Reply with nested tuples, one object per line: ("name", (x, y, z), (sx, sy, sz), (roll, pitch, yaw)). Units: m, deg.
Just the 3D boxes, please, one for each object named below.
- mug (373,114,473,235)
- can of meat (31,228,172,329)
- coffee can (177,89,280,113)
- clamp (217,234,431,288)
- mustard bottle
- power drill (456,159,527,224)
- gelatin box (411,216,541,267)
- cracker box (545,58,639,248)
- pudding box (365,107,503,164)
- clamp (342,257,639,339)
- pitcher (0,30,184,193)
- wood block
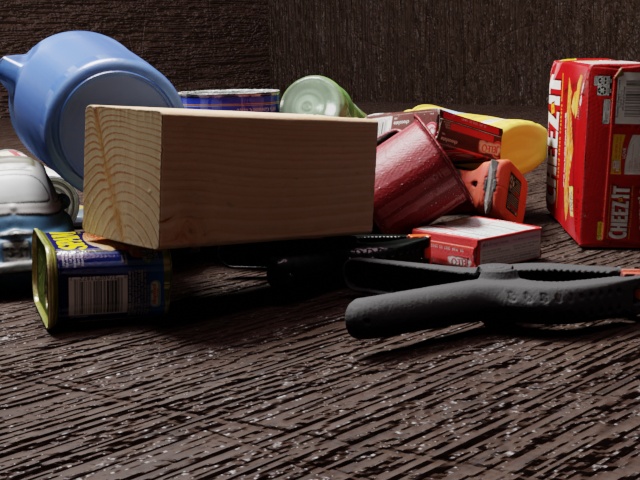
("mug", (0.070, -0.057, 0.941), (0.081, 0.093, 0.117), (-33, 45, 4))
("can of meat", (-0.156, 0.024, 0.752), (0.083, 0.057, 0.102), (-2, 11, -20))
("coffee can", (-0.090, -0.080, 1.073), (0.103, 0.140, 0.103), (-1, 10, 0))
("clamp", (0.005, 0.012, 0.848), (0.171, 0.039, 0.120), (-2, 14, -33))
("mustard bottle", (0.144, -0.112, 1.151), (0.096, 0.058, 0.192), (-15, 22, -34))
("power drill", (0.105, -0.048, 1.060), (0.188, 0.057, 0.184), (5, -5, 22))
("gelatin box", (0.132, 0.003, 0.903), (0.089, 0.030, 0.073), (-11, 15, -42))
("cracker box", (0.266, -0.091, 1.031), (0.072, 0.164, 0.213), (1, 11, 3))
("pudding box", (0.107, -0.099, 1.043), (0.089, 0.039, 0.114), (12, -5, -37))
("clamp", (0.111, 0.037, 0.698), (0.210, 0.036, 0.164), (0, 10, 8))
("pitcher", (-0.179, -0.102, 0.904), (0.149, 0.145, 0.243), (-21, 19, -14))
("wood block", (-0.060, -0.048, 0.776), (0.090, 0.091, 0.205), (11, 11, 44))
